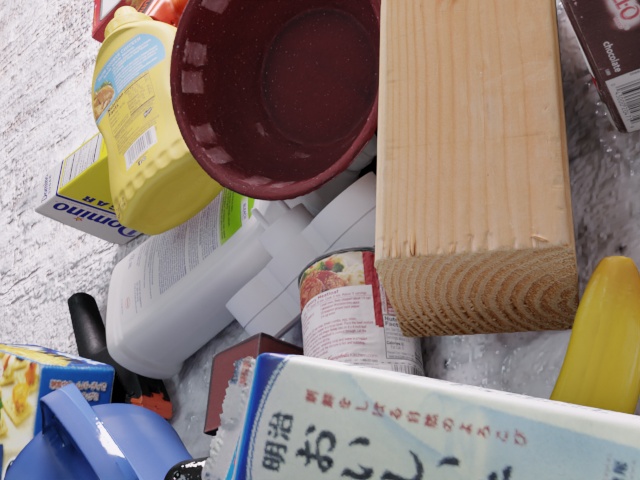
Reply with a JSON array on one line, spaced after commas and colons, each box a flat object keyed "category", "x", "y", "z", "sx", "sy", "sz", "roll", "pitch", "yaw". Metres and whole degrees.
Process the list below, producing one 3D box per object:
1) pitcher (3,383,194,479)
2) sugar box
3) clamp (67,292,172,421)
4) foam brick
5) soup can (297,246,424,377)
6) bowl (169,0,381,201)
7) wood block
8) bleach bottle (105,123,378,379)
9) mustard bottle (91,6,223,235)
[{"category": "pitcher", "x": -0.096, "y": 0.196, "z": 0.620, "sx": 0.243, "sy": 0.149, "sz": 0.145, "roll": 31, "pitch": 95, "yaw": 53}, {"category": "sugar box", "x": -0.160, "y": -0.054, "z": 0.910, "sx": 0.177, "sy": 0.093, "sz": 0.048, "roll": -30, "pitch": 46, "yaw": 42}, {"category": "clamp", "x": -0.180, "y": 0.115, "z": 0.876, "sx": 0.210, "sy": 0.036, "sz": 0.164, "roll": -12, "pitch": 65, "yaw": 52}, {"category": "foam brick", "x": -0.022, "y": 0.095, "z": 0.637, "sx": 0.053, "sy": 0.078, "sz": 0.051, "roll": -30, "pitch": 48, "yaw": 45}, {"category": "soup can", "x": 0.023, "y": 0.064, "z": 0.602, "sx": 0.069, "sy": 0.068, "sz": 0.102, "roll": -36, "pitch": 44, "yaw": 37}, {"category": "bowl", "x": -0.015, "y": -0.105, "z": 0.665, "sx": 0.162, "sy": 0.055, "sz": 0.162, "roll": 1, "pitch": 91, "yaw": 31}, {"category": "wood block", "x": 0.081, "y": -0.063, "z": 0.554, "sx": 0.091, "sy": 0.090, "sz": 0.206, "roll": -4, "pitch": 60, "yaw": 13}, {"category": "bleach bottle", "x": -0.055, "y": 0.001, "z": 0.758, "sx": 0.251, "sy": 0.068, "sz": 0.102, "roll": -36, "pitch": 44, "yaw": 34}, {"category": "mustard bottle", "x": -0.125, "y": -0.103, "z": 0.783, "sx": 0.096, "sy": 0.058, "sz": 0.192, "roll": -40, "pitch": 52, "yaw": 26}]
